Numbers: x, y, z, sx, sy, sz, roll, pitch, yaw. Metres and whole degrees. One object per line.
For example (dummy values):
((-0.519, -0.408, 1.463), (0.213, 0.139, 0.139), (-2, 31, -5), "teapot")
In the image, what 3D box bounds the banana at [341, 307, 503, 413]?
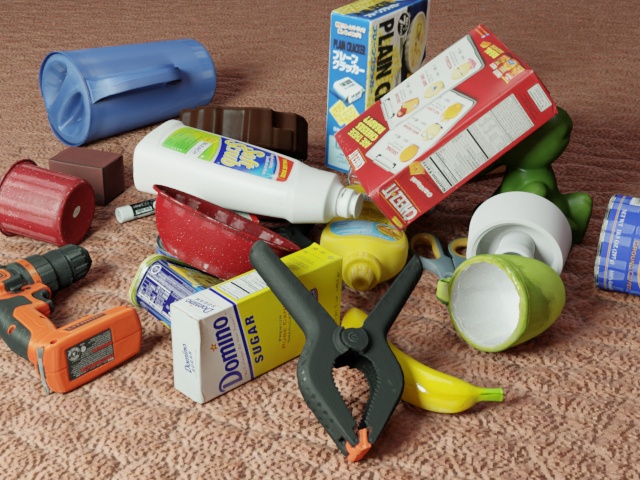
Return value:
((0.072, 0.113, 0.984), (0.069, 0.037, 0.198), (-1, 22, -44), "banana")

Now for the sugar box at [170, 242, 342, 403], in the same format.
((-0.056, 0.075, 0.991), (0.048, 0.093, 0.175), (25, 37, 38), "sugar box")

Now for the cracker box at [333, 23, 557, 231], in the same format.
((0.134, -0.127, 1.176), (0.214, 0.072, 0.164), (-38, 30, 8), "cracker box")

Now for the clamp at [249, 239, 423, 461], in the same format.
((0.013, 0.087, 0.927), (0.164, 0.036, 0.210), (10, 53, -11), "clamp")

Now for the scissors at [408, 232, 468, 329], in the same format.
((0.154, 0.039, 1.149), (0.096, 0.016, 0.202), (-7, 28, -14), "scissors")

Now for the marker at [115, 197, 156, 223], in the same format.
((-0.193, -0.045, 1.307), (0.120, 0.020, 0.020), (-18, 32, -31), "marker")

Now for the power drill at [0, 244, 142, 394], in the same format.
((-0.260, 0.070, 1.041), (0.188, 0.057, 0.184), (20, 36, 39), "power drill")

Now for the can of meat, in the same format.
((-0.118, 0.062, 1.024), (0.084, 0.057, 0.101), (31, 7, 41), "can of meat")

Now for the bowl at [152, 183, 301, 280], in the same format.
((-0.102, 0.001, 1.057), (0.162, 0.055, 0.162), (24, 3, -2), "bowl")

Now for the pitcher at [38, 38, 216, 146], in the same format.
((-0.266, -0.224, 1.539), (0.242, 0.145, 0.149), (-20, 54, -40), "pitcher")

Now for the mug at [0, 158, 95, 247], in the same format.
((-0.309, -0.037, 1.231), (0.081, 0.093, 0.117), (15, -7, 17), "mug")

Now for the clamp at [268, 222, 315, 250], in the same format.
((-0.058, 0.001, 1.195), (0.120, 0.039, 0.171), (-2, 23, -5), "clamp")

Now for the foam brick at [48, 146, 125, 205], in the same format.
((-0.293, -0.082, 1.342), (0.078, 0.053, 0.051), (10, 29, 17), "foam brick")

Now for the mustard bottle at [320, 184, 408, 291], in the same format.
((0.049, 0.001, 1.175), (0.096, 0.058, 0.191), (8, 27, 1), "mustard bottle")

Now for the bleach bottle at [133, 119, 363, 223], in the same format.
((-0.072, -0.068, 1.162), (0.251, 0.068, 0.102), (14, 30, 18), "bleach bottle")
